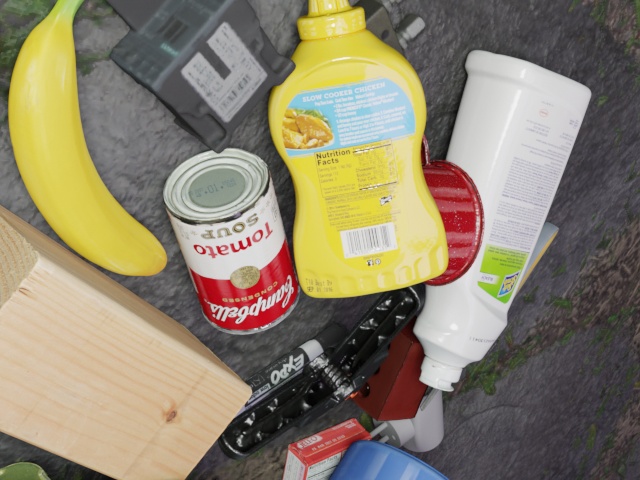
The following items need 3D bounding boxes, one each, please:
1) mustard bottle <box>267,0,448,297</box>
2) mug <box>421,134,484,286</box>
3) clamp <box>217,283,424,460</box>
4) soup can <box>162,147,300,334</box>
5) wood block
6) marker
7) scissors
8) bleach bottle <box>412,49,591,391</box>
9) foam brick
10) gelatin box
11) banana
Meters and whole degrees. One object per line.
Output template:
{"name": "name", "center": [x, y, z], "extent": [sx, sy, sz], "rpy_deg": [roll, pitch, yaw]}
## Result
{"name": "mustard bottle", "center": [0.018, -0.064, 0.655], "extent": [0.096, 0.058, 0.191], "rpy_deg": [-10, 107, 3]}
{"name": "mug", "center": [0.055, -0.025, 0.757], "extent": [0.081, 0.093, 0.117], "rpy_deg": [0, 92, -41]}
{"name": "clamp", "center": [0.015, 0.091, 0.766], "extent": [0.164, 0.036, 0.210], "rpy_deg": [-41, 168, 4]}
{"name": "soup can", "center": [-0.054, 0.001, 0.672], "extent": [0.068, 0.069, 0.102], "rpy_deg": [-35, 138, -21]}
{"name": "wood block", "center": [-0.142, 0.066, 0.615], "extent": [0.091, 0.090, 0.205], "rpy_deg": [-51, 142, -4]}
{"name": "marker", "center": [-0.027, 0.098, 0.815], "extent": [0.121, 0.020, 0.020], "rpy_deg": [-31, 137, -25]}
{"name": "scissors", "center": [0.146, 0.070, 0.935], "extent": [0.201, 0.016, 0.096], "rpy_deg": [-53, 167, -8]}
{"name": "bleach bottle", "center": [0.121, -0.008, 0.805], "extent": [0.102, 0.068, 0.251], "rpy_deg": [11, 100, -41]}
{"name": "foam brick", "center": [0.060, 0.102, 0.880], "extent": [0.051, 0.053, 0.078], "rpy_deg": [2, 116, -47]}
{"name": "gelatin box", "center": [0.002, 0.203, 0.918], "extent": [0.073, 0.030, 0.089], "rpy_deg": [-16, 128, -36]}
{"name": "banana", "center": [-0.130, -0.040, 0.587], "extent": [0.069, 0.037, 0.198], "rpy_deg": [-31, 137, -24]}
